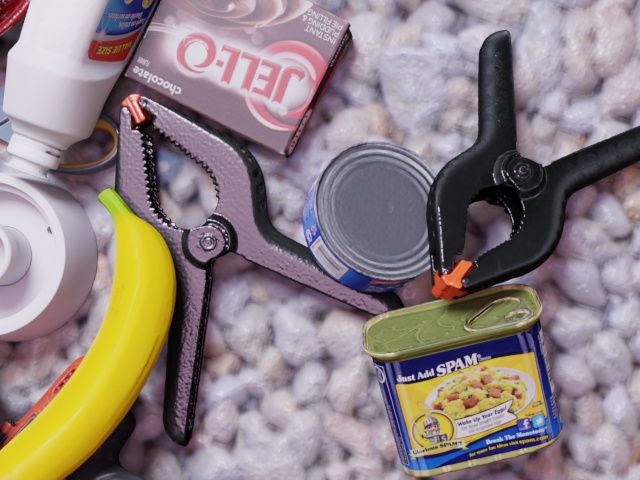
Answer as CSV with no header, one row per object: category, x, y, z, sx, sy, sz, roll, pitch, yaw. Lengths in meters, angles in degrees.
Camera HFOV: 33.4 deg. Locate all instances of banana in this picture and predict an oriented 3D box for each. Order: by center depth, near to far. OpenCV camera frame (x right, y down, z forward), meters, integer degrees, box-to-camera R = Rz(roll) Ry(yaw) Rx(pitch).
banana,-0.129,0.069,0.609,0.070,0.037,0.197,15,72,21

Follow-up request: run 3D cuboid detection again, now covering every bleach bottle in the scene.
bleach bottle,-0.128,-0.157,0.638,0.068,0.102,0.251,21,91,9

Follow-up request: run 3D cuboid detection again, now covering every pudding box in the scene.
pudding box,-0.049,-0.115,0.657,0.113,0.039,0.090,27,91,7

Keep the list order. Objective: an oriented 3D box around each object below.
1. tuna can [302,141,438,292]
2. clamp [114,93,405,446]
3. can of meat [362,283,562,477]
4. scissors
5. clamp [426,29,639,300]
tuna can,0.033,-0.013,0.630,0.086,0.034,0.086,5,70,-15
clamp,-0.054,0.001,0.653,0.164,0.036,0.210,-23,89,3
can of meat,0.083,0.081,0.613,0.102,0.057,0.084,-14,108,6
scissors,-0.218,-0.094,0.685,0.202,0.016,0.096,12,87,6
clamp,0.124,-0.034,0.619,0.120,0.039,0.171,22,72,9
